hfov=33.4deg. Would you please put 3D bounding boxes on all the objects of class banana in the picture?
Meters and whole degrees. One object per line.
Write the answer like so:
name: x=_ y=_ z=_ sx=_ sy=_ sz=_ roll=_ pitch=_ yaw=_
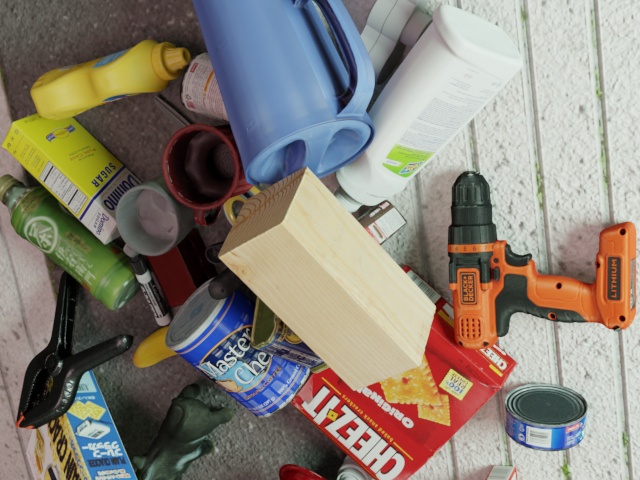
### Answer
banana: x=-0.159 y=0.133 z=1.330 sx=0.198 sy=0.037 sz=0.069 roll=0 pitch=109 yaw=27

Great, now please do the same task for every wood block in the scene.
wood block: x=0.011 y=0.041 z=1.049 sx=0.091 sy=0.090 sz=0.206 roll=-27 pitch=117 yaw=36

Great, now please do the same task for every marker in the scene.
marker: x=-0.209 y=0.059 z=1.308 sx=0.020 sy=0.020 sz=0.121 roll=8 pitch=139 yaw=24

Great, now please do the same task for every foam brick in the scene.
foam brick: x=-0.165 y=0.032 z=1.285 sx=0.051 sy=0.052 sz=0.078 roll=-18 pitch=102 yaw=31

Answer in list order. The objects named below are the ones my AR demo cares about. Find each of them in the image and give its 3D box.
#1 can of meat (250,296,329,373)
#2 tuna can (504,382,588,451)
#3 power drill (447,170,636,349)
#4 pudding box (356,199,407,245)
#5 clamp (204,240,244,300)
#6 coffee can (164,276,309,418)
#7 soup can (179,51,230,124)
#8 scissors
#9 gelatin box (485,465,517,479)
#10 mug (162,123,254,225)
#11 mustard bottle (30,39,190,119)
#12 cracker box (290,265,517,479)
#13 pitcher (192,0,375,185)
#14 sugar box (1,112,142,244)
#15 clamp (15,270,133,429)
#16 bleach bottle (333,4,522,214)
can of meat: x=-0.026 y=0.085 z=1.187 sx=0.083 sy=0.102 sz=0.058 roll=23 pitch=147 yaw=-26
tuna can: x=0.237 y=0.185 z=1.122 sx=0.086 sy=0.086 sz=0.034 roll=8 pitch=115 yaw=24
power drill: x=0.219 y=0.020 z=1.073 sx=0.188 sy=0.057 sz=0.184 roll=-1 pitch=96 yaw=26
pudding box: x=0.030 y=0.011 z=1.154 sx=0.039 sy=0.089 sz=0.114 roll=49 pitch=122 yaw=2
clamp: x=-0.058 y=0.001 z=1.194 sx=0.171 sy=0.120 sz=0.039 roll=-28 pitch=118 yaw=-6
coffee can: x=-0.093 y=0.123 z=1.227 sx=0.140 sy=0.102 sz=0.103 roll=42 pitch=125 yaw=-20
soup can: x=-0.093 y=-0.159 z=1.162 sx=0.102 sy=0.068 sz=0.068 roll=21 pitch=118 yaw=19
scissors: x=-0.126 y=-0.080 z=1.241 sx=0.202 sy=0.016 sz=0.096 roll=32 pitch=120 yaw=13
gelatin box: x=0.197 y=0.304 z=1.187 sx=0.030 sy=0.089 sz=0.073 roll=-1 pitch=110 yaw=27
mug: x=-0.116 y=-0.073 z=1.179 sx=0.093 sy=0.081 sz=0.117 roll=12 pitch=104 yaw=19
mustard bottle: x=-0.227 y=-0.186 z=1.202 sx=0.192 sy=0.096 sz=0.058 roll=-11 pitch=104 yaw=30
cracker box: x=0.088 y=0.160 z=1.196 sx=0.164 sy=0.072 sz=0.214 roll=42 pitch=123 yaw=7
pitcher: x=-0.041 y=-0.187 z=1.051 sx=0.149 sy=0.145 sz=0.243 roll=-21 pitch=73 yaw=1
sugar box: x=-0.285 y=-0.081 z=1.276 sx=0.176 sy=0.093 sz=0.048 roll=40 pitch=122 yaw=6
clamp: x=-0.332 y=0.149 z=1.365 sx=0.210 sy=0.036 sz=0.165 roll=-52 pitch=51 yaw=16
bleach bottle: x=0.085 y=-0.116 z=1.072 sx=0.251 sy=0.102 sz=0.068 roll=-48 pitch=47 yaw=33
